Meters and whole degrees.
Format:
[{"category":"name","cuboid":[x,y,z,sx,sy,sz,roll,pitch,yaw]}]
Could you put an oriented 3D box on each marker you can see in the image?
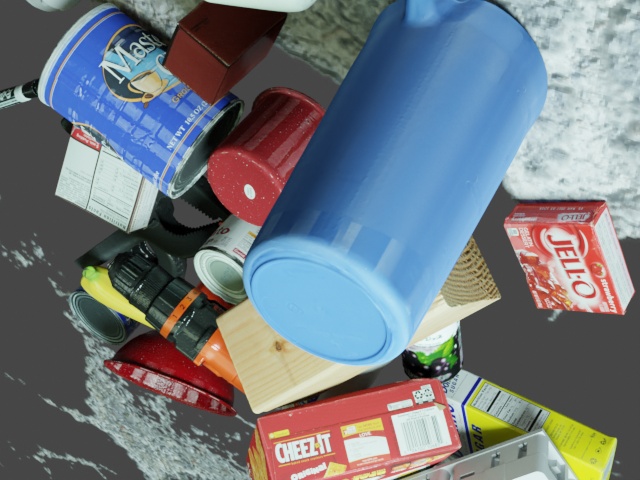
[{"category":"marker","cuboid":[-0.313,-0.147,1.084,0.121,0.020,0.020,-5,126,45]}]

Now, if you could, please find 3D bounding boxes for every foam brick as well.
[{"category":"foam brick","cuboid":[-0.073,-0.153,0.814,0.053,0.078,0.051,40,145,3]}]

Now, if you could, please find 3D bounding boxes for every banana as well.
[{"category":"banana","cuboid":[-0.172,0.072,1.096,0.197,0.037,0.070,30,-179,-31]}]

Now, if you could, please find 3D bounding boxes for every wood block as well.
[{"category":"wood block","cuboid":[0.026,0.054,0.859,0.206,0.090,0.091,-32,74,33]}]

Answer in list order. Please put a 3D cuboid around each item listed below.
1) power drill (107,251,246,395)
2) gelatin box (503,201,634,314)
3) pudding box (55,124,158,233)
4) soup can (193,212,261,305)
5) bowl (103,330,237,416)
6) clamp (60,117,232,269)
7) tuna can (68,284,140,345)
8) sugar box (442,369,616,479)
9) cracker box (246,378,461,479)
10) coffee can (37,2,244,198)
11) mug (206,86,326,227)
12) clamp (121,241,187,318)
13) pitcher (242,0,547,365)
[{"category":"power drill","cuboid":[-0.105,0.070,1.011,0.184,0.057,0.187,39,-173,3]},{"category":"gelatin box","cuboid":[0.187,0.013,0.801,0.073,0.030,0.089,2,130,40]},{"category":"pudding box","cuboid":[-0.191,-0.075,0.996,0.090,0.039,0.114,27,114,16]},{"category":"soup can","cuboid":[-0.056,0.001,0.943,0.069,0.102,0.068,24,142,20]},{"category":"bowl","cuboid":[-0.160,0.144,1.203,0.162,0.055,0.162,19,163,6]},{"category":"clamp","cuboid":[-0.167,-0.043,1.036,0.210,0.036,0.164,4,113,28]},{"category":"tuna can","cuboid":[-0.255,0.083,1.267,0.086,0.033,0.086,24,142,21]},{"category":"sugar box","cuboid":[0.178,0.184,0.981,0.176,0.048,0.093,20,140,23]},{"category":"cracker box","cuboid":[0.020,0.194,0.979,0.214,0.164,0.072,108,149,-69]},{"category":"coffee can","cuboid":[-0.150,-0.117,0.899,0.140,0.102,0.103,37,144,3]},{"category":"mug","cuboid":[-0.048,-0.065,0.882,0.117,0.081,0.093,2,130,41]},{"category":"clamp","cuboid":[-0.166,0.040,1.139,0.120,0.039,0.171,16,137,12]},{"category":"pitcher","cuboid":[0.052,-0.034,0.690,0.149,0.242,0.145,36,143,-7]}]
